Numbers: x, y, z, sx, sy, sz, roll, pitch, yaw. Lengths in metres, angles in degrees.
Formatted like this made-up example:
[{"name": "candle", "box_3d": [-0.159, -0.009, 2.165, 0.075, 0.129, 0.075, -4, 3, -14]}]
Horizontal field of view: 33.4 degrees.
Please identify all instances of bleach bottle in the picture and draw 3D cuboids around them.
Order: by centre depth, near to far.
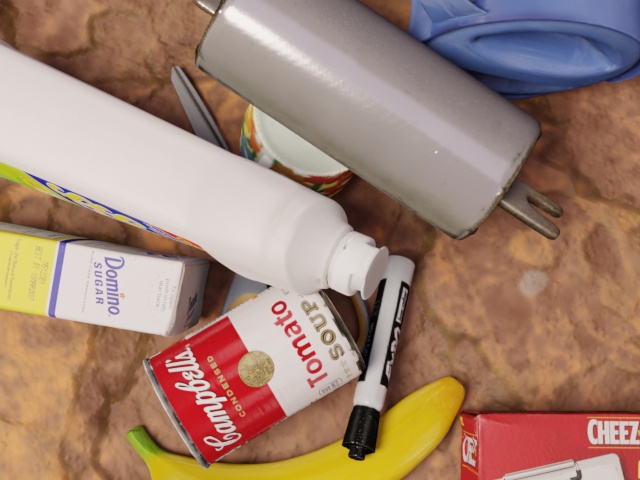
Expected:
[{"name": "bleach bottle", "box_3d": [-0.084, -0.032, 0.553, 0.251, 0.102, 0.068, 23, 83, 19]}]

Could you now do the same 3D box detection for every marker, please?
[{"name": "marker", "box_3d": [0.033, 0.065, 0.604, 0.020, 0.020, 0.121, 15, 65, -1]}]

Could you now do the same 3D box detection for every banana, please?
[{"name": "banana", "box_3d": [-0.010, 0.126, 0.606, 0.197, 0.037, 0.069, -8, 85, -3]}]

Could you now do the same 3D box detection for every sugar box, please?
[{"name": "sugar box", "box_3d": [-0.154, 0.016, 0.577, 0.176, 0.093, 0.048, 12, 90, 3]}]

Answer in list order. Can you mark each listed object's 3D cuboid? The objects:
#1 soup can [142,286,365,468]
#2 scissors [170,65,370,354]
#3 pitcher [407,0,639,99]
[{"name": "soup can", "box_3d": [-0.035, 0.068, 0.579, 0.102, 0.068, 0.068, -30, 86, -6]}, {"name": "scissors", "box_3d": [-0.054, 0.001, 0.627, 0.096, 0.016, 0.202, -42, 87, -6]}, {"name": "pitcher", "box_3d": [0.110, -0.210, 0.595, 0.145, 0.149, 0.243, 2, 81, -3]}]
